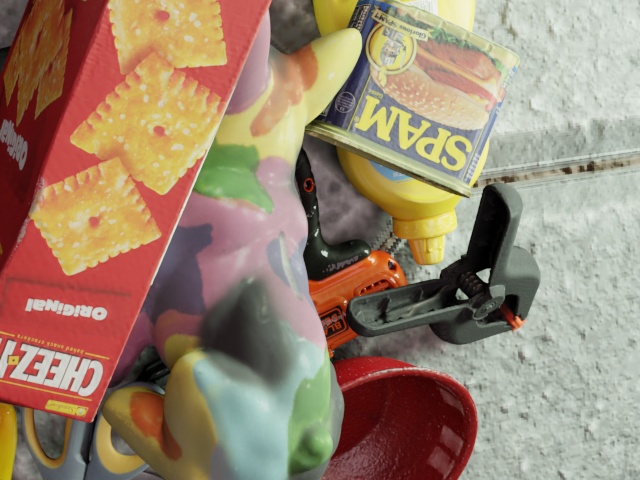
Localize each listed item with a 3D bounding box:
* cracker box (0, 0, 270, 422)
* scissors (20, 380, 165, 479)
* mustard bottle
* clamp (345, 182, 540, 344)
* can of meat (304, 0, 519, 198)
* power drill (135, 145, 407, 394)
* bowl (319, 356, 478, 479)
[{"bbox_3d":[-0.111,-0.053,0.492,0.072,0.164,0.214,19,104,-28],"label":"cracker box"},{"bbox_3d":[-0.133,0.163,0.622,0.096,0.016,0.202,-1,92,2],"label":"scissors"},{"bbox_3d":[0.056,-0.078,0.663,0.096,0.058,0.191,-13,103,-16],"label":"mustard bottle"},{"bbox_3d":[0.098,0.021,0.653,0.120,0.039,0.171,-39,155,22],"label":"clamp"},{"bbox_3d":[0.052,-0.081,0.601,0.102,0.057,0.084,22,92,-17],"label":"can of meat"},{"bbox_3d":[-0.054,0.001,0.644,0.184,0.057,0.187,-26,108,-13],"label":"power drill"},{"bbox_3d":[0.016,0.127,0.671,0.162,0.055,0.162,-15,130,-19],"label":"bowl"}]
